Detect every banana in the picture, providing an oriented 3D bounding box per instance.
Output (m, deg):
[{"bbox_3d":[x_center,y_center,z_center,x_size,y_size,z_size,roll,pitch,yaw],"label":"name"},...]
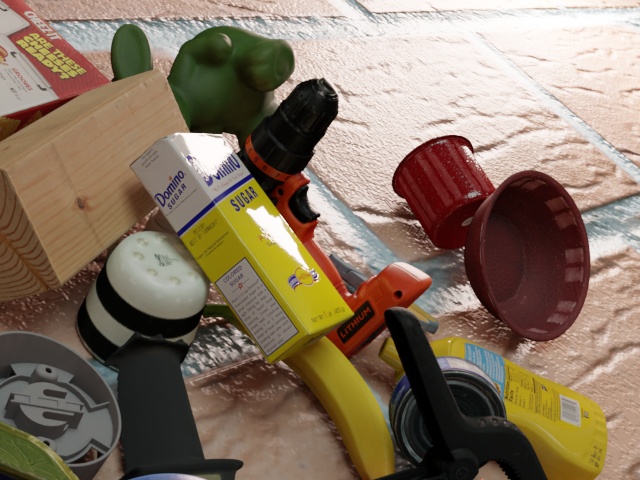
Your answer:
[{"bbox_3d":[-0.004,0.107,0.809,0.198,0.037,0.069,42,51,20],"label":"banana"}]

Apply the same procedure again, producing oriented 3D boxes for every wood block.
[{"bbox_3d":[-0.183,-0.045,0.787,0.205,0.090,0.091,-50,122,-55],"label":"wood block"}]

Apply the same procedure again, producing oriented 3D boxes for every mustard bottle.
[{"bbox_3d":[0.135,0.128,0.862,0.191,0.058,0.096,27,32,-5],"label":"mustard bottle"}]

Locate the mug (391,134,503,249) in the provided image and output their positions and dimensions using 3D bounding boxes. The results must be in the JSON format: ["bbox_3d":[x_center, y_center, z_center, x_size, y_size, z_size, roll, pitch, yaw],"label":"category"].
[{"bbox_3d":[0.138,-0.043,1.076,0.117,0.093,0.081,14,39,-45],"label":"mug"}]

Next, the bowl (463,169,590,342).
[{"bbox_3d":[0.187,0.016,1.015,0.161,0.055,0.162,5,82,-40],"label":"bowl"}]

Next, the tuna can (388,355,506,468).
[{"bbox_3d":[0.095,0.132,0.795,0.086,0.086,0.034,26,9,-6],"label":"tuna can"}]

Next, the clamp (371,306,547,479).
[{"bbox_3d":[0.081,0.164,0.745,0.209,0.164,0.036,37,-6,-25],"label":"clamp"}]

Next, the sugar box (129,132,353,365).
[{"bbox_3d":[-0.055,0.001,0.776,0.176,0.048,0.093,56,20,8],"label":"sugar box"}]

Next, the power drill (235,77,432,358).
[{"bbox_3d":[0.000,-0.011,0.850,0.188,0.185,0.057,50,37,13],"label":"power drill"}]

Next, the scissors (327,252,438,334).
[{"bbox_3d":[0.030,0.030,0.947,0.202,0.016,0.096,37,7,39],"label":"scissors"}]

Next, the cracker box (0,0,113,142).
[{"bbox_3d":[-0.302,-0.133,0.864,0.164,0.072,0.213,43,33,10],"label":"cracker box"}]
